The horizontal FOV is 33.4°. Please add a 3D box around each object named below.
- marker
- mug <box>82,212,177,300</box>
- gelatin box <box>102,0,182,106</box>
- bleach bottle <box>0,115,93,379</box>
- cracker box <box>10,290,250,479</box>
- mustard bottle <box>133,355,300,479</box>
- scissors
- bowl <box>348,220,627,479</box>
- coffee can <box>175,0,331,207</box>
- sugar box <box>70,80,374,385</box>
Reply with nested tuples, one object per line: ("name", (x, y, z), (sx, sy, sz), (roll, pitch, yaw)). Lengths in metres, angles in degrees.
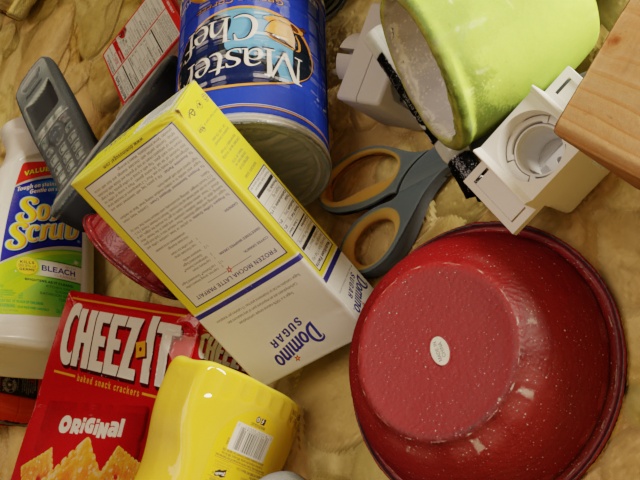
("marker", (0.063, -0.074, 0.618), (0.020, 0.020, 0.121), (-39, 72, 27))
("mug", (-0.100, -0.010, 0.751), (0.081, 0.093, 0.117), (-50, 59, 11))
("gelatin box", (-0.138, -0.159, 0.889), (0.089, 0.030, 0.073), (-47, 48, 21))
("bleach bottle", (-0.238, -0.015, 0.874), (0.068, 0.102, 0.251), (-47, 43, 49))
("cracker box", (-0.136, 0.149, 0.728), (0.164, 0.072, 0.213), (4, 76, 45))
("mustard bottle", (-0.079, 0.172, 0.626), (0.058, 0.096, 0.191), (5, 69, 41))
("scissors", (0.075, -0.033, 0.636), (0.202, 0.016, 0.096), (-12, 67, 41))
("bowl", (0.072, 0.061, 0.554), (0.162, 0.055, 0.162), (-11, 70, 32))
("coffee can", (-0.045, -0.100, 0.707), (0.103, 0.102, 0.140), (-28, 48, 34))
("sugar box", (-0.054, 0.001, 0.642), (0.093, 0.176, 0.048), (-30, 21, 31))
